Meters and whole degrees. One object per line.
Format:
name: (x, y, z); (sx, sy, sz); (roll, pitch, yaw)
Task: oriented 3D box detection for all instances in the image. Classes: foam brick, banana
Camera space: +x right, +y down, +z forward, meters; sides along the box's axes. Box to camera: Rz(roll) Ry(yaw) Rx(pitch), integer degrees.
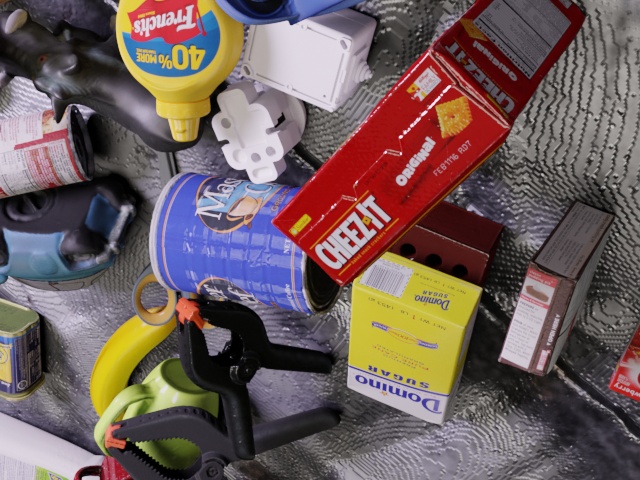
foam brick: (0.097, 0.006, 0.844); (0.078, 0.051, 0.053); (22, 124, 14)
banana: (-0.192, 0.129, 1.069); (0.069, 0.037, 0.198); (10, 130, -14)

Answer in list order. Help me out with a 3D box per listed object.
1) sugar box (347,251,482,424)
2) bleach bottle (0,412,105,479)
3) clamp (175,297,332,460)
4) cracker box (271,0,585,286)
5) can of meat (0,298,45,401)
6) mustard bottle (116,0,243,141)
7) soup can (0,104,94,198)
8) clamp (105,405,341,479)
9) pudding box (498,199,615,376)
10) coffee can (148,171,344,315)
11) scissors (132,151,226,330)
sugar box: (0.071, 0.083, 0.864); (0.093, 0.048, 0.176); (21, 147, 14)
bleach bottle: (-0.308, 0.260, 1.182); (0.251, 0.068, 0.103); (18, 124, 14)
clamp: (-0.073, 0.116, 0.921); (0.171, 0.120, 0.039); (40, 168, -36)
cracker box: (0.079, -0.082, 0.702); (0.072, 0.213, 0.164); (43, 127, -1)
can of meat: (-0.341, 0.109, 1.116); (0.102, 0.057, 0.084); (16, 120, 17)
mustard bottle: (-0.105, -0.167, 0.785); (0.096, 0.058, 0.192); (6, 113, 16)
soup can: (-0.258, -0.076, 0.939); (0.102, 0.068, 0.068); (-12, 114, 2)
clamp: (-0.098, 0.217, 0.988); (0.209, 0.036, 0.164); (11, 99, -12)
pudding box: (0.175, 0.034, 0.784); (0.039, 0.113, 0.090); (21, 124, 18)
coffee can: (-0.056, 0.001, 0.885); (0.140, 0.102, 0.103); (8, 120, 22)
scissors: (-0.147, -0.002, 0.968); (0.096, 0.016, 0.202); (-18, 110, 9)
